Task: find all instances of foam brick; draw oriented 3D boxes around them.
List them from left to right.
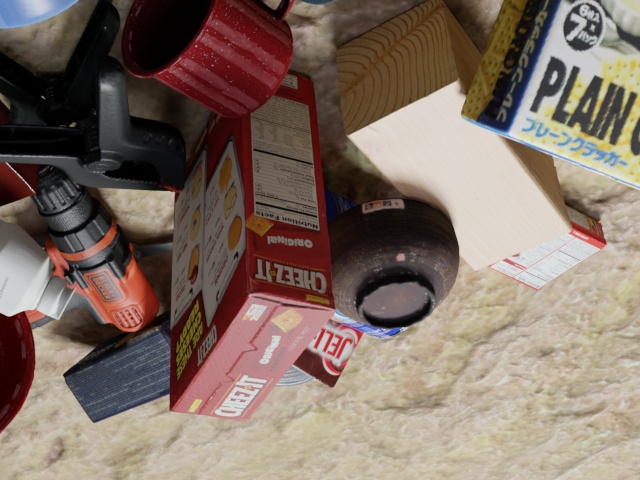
[{"bbox_3d":[-0.256,-0.068,0.810,0.053,0.051,0.078,-16,142,12],"label":"foam brick"}]

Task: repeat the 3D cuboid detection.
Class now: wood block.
[{"bbox_3d":[0.105,-0.074,0.816,0.091,0.090,0.205,-24,139,23],"label":"wood block"}]

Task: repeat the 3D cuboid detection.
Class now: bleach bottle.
[{"bbox_3d":[-0.309,-0.004,0.812,0.250,0.068,0.103,28,135,-9],"label":"bleach bottle"}]

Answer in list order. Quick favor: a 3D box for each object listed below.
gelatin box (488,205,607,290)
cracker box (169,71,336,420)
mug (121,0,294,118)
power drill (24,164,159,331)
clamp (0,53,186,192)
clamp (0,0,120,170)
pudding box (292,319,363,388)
[{"bbox_3d":[0.205,0.004,0.982,0.073,0.030,0.089,23,135,-34],"label":"gelatin box"},{"bbox_3d":[-0.055,0.001,0.791,0.072,0.213,0.164,11,140,-21],"label":"cracker box"},{"bbox_3d":[-0.065,-0.142,0.712,0.117,0.093,0.081,-45,136,18],"label":"mug"},{"bbox_3d":[-0.253,0.025,0.911,0.188,0.057,0.184,-16,128,13],"label":"power drill"},{"bbox_3d":[-0.169,-0.068,0.762,0.165,0.036,0.209,-12,164,17],"label":"clamp"},{"bbox_3d":[-0.203,-0.105,0.776,0.120,0.039,0.171,0,143,-7],"label":"clamp"},{"bbox_3d":[-0.008,0.077,1.005,0.039,0.090,0.113,18,167,48],"label":"pudding box"}]
